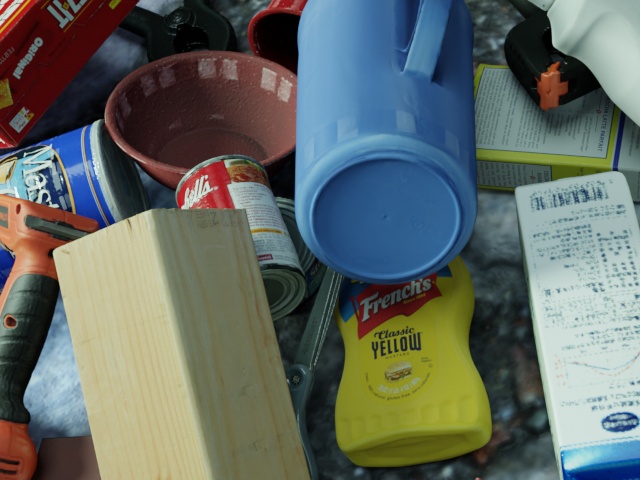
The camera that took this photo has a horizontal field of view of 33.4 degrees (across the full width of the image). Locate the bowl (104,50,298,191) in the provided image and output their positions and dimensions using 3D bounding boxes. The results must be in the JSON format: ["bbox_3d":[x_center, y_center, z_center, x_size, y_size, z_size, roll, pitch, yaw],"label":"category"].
[{"bbox_3d":[-0.084,-0.082,0.831,0.162,0.055,0.162,1,42,-1],"label":"bowl"}]

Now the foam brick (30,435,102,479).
[{"bbox_3d":[-0.146,0.165,0.691,0.051,0.078,0.053,-5,56,16],"label":"foam brick"}]

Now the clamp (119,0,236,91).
[{"bbox_3d":[-0.116,-0.194,0.943,0.120,0.039,0.172,-38,61,-4],"label":"clamp"}]

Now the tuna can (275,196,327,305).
[{"bbox_3d":[-0.038,0.012,0.785,0.086,0.033,0.086,-8,56,12],"label":"tuna can"}]

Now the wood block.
[{"bbox_3d":[-0.080,0.091,0.641,0.091,0.090,0.206,-19,81,34],"label":"wood block"}]

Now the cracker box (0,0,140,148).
[{"bbox_3d":[-0.270,-0.156,0.894,0.214,0.072,0.164,4,54,52],"label":"cracker box"}]

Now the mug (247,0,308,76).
[{"bbox_3d":[0.003,-0.184,0.857,0.093,0.117,0.081,29,61,-2],"label":"mug"}]

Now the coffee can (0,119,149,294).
[{"bbox_3d":[-0.213,-0.022,0.819,0.140,0.102,0.103,-18,54,5],"label":"coffee can"}]

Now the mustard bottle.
[{"bbox_3d":[0.056,0.051,0.716,0.096,0.058,0.191,-14,54,18],"label":"mustard bottle"}]

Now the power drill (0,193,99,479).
[{"bbox_3d":[-0.215,0.065,0.721,0.185,0.057,0.187,9,84,59],"label":"power drill"}]

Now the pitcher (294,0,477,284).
[{"bbox_3d":[0.046,-0.091,0.709,0.145,0.149,0.242,-20,33,17],"label":"pitcher"}]

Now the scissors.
[{"bbox_3d":[-0.032,0.099,0.704,0.096,0.016,0.202,-3,74,27],"label":"scissors"}]

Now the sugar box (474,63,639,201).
[{"bbox_3d":[0.192,-0.078,0.768,0.176,0.048,0.093,8,59,18],"label":"sugar box"}]

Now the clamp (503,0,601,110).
[{"bbox_3d":[0.183,-0.158,0.792,0.165,0.036,0.209,13,39,27],"label":"clamp"}]

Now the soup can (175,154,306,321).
[{"bbox_3d":[-0.055,0.001,0.733,0.068,0.068,0.102,-23,55,1],"label":"soup can"}]
